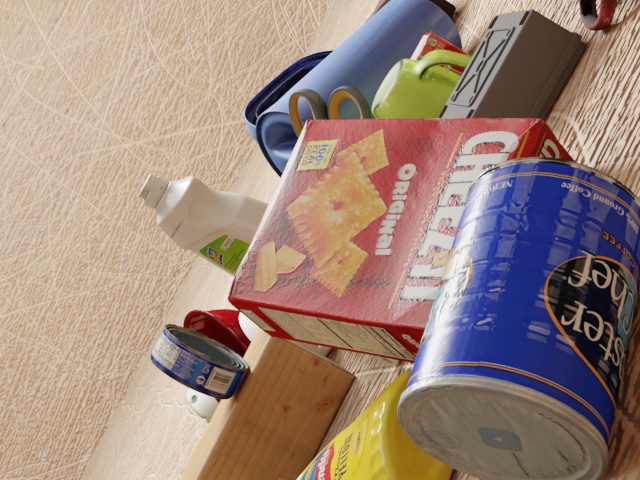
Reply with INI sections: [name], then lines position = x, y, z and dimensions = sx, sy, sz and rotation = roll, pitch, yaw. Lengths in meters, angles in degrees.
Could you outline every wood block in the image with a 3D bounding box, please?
[wood block]
position = -0.061, 0.194, 1.010
dimensions = 0.206, 0.090, 0.091
rotation = -63, 9, -3

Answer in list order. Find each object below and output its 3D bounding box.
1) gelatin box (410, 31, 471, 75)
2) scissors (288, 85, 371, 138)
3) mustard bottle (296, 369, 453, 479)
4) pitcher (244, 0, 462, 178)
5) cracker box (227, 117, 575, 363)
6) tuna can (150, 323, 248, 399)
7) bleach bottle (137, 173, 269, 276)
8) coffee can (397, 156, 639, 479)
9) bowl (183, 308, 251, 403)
[gelatin box]
position = 0.119, -0.157, 1.091
dimensions = 0.089, 0.073, 0.030
rotation = -60, 11, 6
[scissors]
position = 0.038, -0.066, 1.045
dimensions = 0.096, 0.202, 0.016
rotation = -27, 7, 41
[mustard bottle]
position = 0.023, 0.173, 0.746
dimensions = 0.192, 0.058, 0.096
rotation = -52, 19, 45
[pitcher]
position = 0.042, -0.164, 1.176
dimensions = 0.242, 0.149, 0.145
rotation = -49, 11, -27
[cracker box]
position = 0.052, -0.004, 0.753
dimensions = 0.214, 0.072, 0.164
rotation = 5, 64, 43
[tuna can]
position = -0.111, 0.111, 0.975
dimensions = 0.034, 0.086, 0.086
rotation = -63, 10, 3
[bleach bottle]
position = -0.057, 0.001, 1.035
dimensions = 0.103, 0.250, 0.068
rotation = -51, 15, 47
[coffee can]
position = 0.108, 0.043, 0.551
dimensions = 0.103, 0.102, 0.140
rotation = -46, 19, 57
[bowl]
position = -0.083, 0.134, 1.193
dimensions = 0.055, 0.162, 0.162
rotation = -34, -5, -30
